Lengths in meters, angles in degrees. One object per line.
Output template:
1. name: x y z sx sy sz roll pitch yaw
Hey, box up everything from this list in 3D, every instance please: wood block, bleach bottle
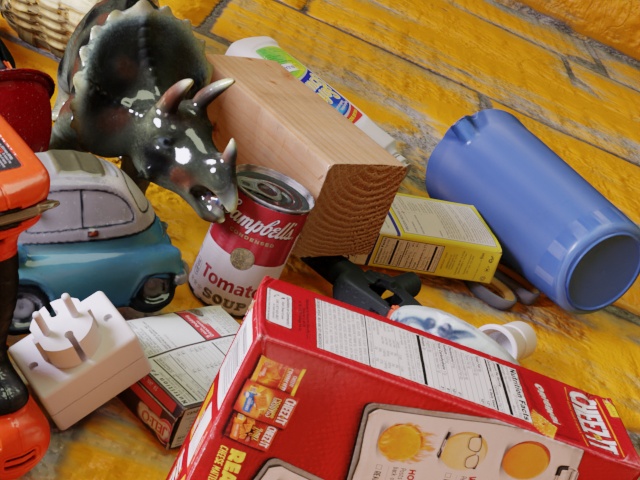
1. wood block: -0.031 -0.079 0.948 0.090 0.091 0.206 -2 34 -41
2. bleach bottle: 0.002 -0.147 1.243 0.251 0.068 0.102 36 26 18

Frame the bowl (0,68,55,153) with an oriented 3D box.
1. bowl: -0.249 -0.057 0.744 0.161 0.162 0.055 -20 81 -58

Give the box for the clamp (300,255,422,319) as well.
1. clamp: 0.053 0.046 0.908 0.120 0.039 0.171 12 18 -20

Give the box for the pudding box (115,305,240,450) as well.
1. pudding box: -0.083 0.087 0.707 0.090 0.039 0.113 39 29 30

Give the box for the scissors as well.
1. scissors: 0.131 0.015 1.092 0.202 0.016 0.096 29 24 8

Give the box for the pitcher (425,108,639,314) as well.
1. pitcher: 0.229 -0.024 1.122 0.149 0.145 0.243 0 31 -29

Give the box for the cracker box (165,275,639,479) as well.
1. cracker box: 0.035 0.129 0.580 0.213 0.164 0.072 20 26 -11

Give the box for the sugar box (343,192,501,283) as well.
1. sugar box: 0.080 -0.009 1.037 0.176 0.048 0.093 7 29 -18

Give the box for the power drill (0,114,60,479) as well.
1. power drill: -0.199 0.011 0.570 0.057 0.188 0.185 -22 50 -36

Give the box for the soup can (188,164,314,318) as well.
1. soup can: -0.055 0.001 0.830 0.068 0.102 0.068 21 24 -10
